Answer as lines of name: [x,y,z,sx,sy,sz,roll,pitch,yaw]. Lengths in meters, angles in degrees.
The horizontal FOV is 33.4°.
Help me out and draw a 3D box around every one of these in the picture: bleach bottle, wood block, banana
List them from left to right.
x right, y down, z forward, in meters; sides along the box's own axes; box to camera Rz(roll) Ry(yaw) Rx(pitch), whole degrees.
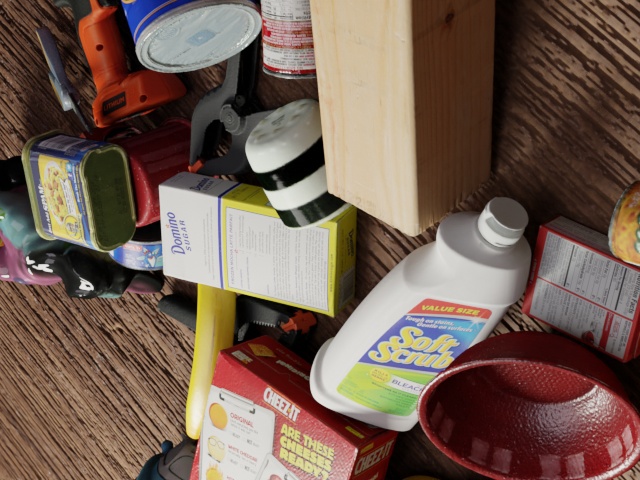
banana: [-0.103,0.094,1.011,0.070,0.037,0.198,-179,93,-76]
wood block: [0.057,-0.119,0.723,0.090,0.090,0.206,30,142,35]
bleach bottle: [0.078,0.052,0.804,0.102,0.068,0.251,21,138,-6]

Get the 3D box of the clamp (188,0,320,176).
clamp: [-0.058,-0.106,0.920,0.120,0.039,0.172,51,134,22]

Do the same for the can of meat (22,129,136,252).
can of meat: [-0.217,-0.045,0.970,0.084,0.057,0.102,13,119,38]

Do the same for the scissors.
scissors: [-0.249,-0.158,1.032,0.202,0.016,0.096,-148,39,-68]

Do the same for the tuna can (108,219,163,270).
tuna can: [-0.166,-0.006,1.039,0.086,0.085,0.034,27,128,34]

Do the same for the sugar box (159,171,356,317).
sugar box: [-0.056,0.001,0.935,0.176,0.048,0.093,14,118,25]

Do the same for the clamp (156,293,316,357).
clamp: [-0.084,0.098,1.044,0.210,0.036,0.164,-37,75,44]

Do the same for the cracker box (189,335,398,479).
cracker box: [-0.033,0.217,0.959,0.164,0.071,0.214,30,119,30]

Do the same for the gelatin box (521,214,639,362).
gelatin box: [0.190,0.033,0.745,0.089,0.030,0.073,27,125,34]

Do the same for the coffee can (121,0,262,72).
coffee can: [-0.116,-0.220,0.851,0.103,0.102,0.140,-35,69,48]

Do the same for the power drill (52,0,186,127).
power drill: [-0.189,-0.210,0.988,0.185,0.057,0.187,-15,95,51]

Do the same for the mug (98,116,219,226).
mug: [-0.164,-0.070,1.009,0.117,0.081,0.093,44,134,21]

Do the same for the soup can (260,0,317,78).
soup can: [-0.013,-0.181,0.815,0.069,0.068,0.102,19,121,38]

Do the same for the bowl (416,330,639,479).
bowl: [0.153,0.114,0.770,0.162,0.055,0.162,11,140,9]
